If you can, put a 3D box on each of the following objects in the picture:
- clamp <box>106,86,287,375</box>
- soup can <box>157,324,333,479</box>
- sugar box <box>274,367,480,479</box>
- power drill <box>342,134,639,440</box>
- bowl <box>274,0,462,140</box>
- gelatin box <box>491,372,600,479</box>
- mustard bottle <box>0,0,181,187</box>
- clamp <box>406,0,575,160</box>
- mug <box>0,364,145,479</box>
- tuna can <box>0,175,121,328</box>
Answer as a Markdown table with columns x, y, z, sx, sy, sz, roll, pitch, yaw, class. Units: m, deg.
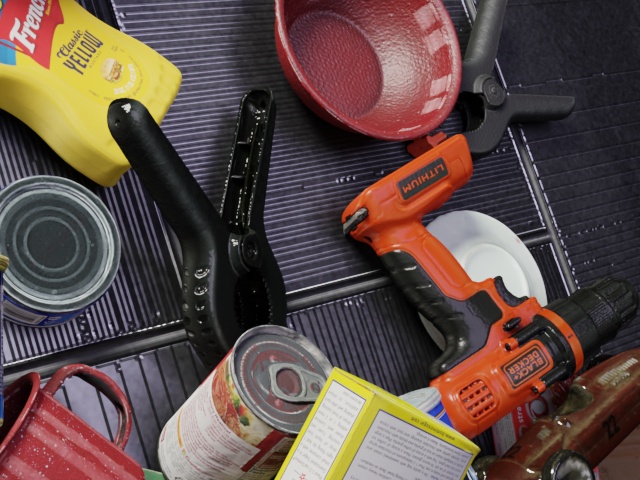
| x | y | z | sx | sy | sz | roll | pitch | yaw | class |
| --- | --- | --- | --- | --- | --- | --- | --- | --- | --- |
| -0.054 | 0.001 | 0.670 | 0.164 | 0.036 | 0.210 | -33 | 112 | -58 | clamp |
| -0.043 | 0.104 | 0.613 | 0.068 | 0.102 | 0.068 | 21 | 43 | -22 | soup can |
| 0.006 | 0.165 | 0.565 | 0.093 | 0.048 | 0.176 | 32 | 87 | -36 | sugar box |
| 0.117 | 0.022 | 0.755 | 0.184 | 0.057 | 0.188 | -30 | 83 | -23 | power drill |
| 0.025 | -0.139 | 0.782 | 0.161 | 0.055 | 0.162 | 11 | 67 | -29 | bowl |
| 0.163 | 0.143 | 0.785 | 0.073 | 0.030 | 0.089 | 2 | 71 | -31 | gelatin box |
| -0.181 | -0.121 | 0.642 | 0.191 | 0.058 | 0.096 | 35 | 50 | -17 | mustard bottle |
| 0.136 | -0.110 | 0.854 | 0.120 | 0.039 | 0.171 | 43 | 62 | -7 | clamp |
| -0.142 | 0.121 | 0.563 | 0.081 | 0.093 | 0.117 | 42 | 54 | -19 | mug |
| -0.161 | 0.006 | 0.624 | 0.086 | 0.034 | 0.086 | 11 | 67 | -29 | tuna can |
